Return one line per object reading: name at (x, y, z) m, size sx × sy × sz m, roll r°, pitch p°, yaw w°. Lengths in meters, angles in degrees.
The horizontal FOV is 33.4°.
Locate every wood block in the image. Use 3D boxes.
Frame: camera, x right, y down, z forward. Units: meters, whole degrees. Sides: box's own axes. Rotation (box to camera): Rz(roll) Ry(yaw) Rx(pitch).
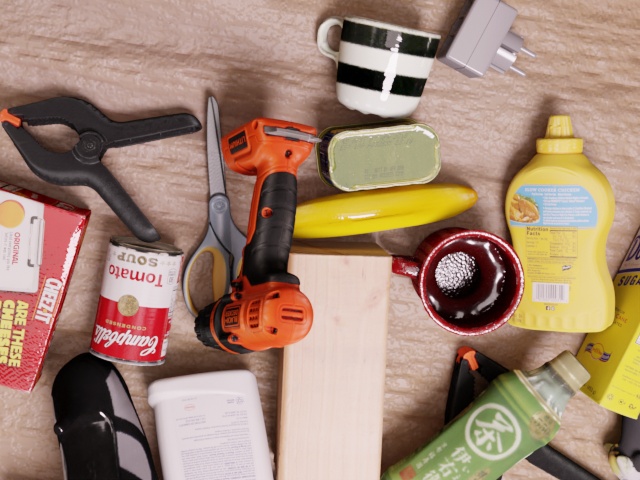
wood block at (0.008, 0.108, 0.950) m, size 0.090 × 0.091 × 0.206 m, roll 2°, pitch 97°, yaw -5°

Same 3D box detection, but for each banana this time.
banana at (0.048, -0.029, 0.947) m, size 0.197 × 0.069 × 0.037 m, roll -7°, pitch 100°, yaw -4°

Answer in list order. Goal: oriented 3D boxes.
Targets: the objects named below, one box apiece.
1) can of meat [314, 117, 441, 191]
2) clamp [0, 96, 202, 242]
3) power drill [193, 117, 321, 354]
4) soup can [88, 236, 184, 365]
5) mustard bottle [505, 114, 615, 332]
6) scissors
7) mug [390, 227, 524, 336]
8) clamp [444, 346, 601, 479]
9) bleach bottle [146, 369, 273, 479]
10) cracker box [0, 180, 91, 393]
can of meat at (0.050, -0.075, 0.934) m, size 0.102 × 0.084 × 0.057 m, roll -7°, pitch 97°, yaw -4°
clamp at (-0.197, -0.068, 0.930) m, size 0.171 × 0.039 × 0.120 m, roll 10°, pitch 72°, yaw -3°
power drill at (-0.056, 0.001, 0.893) m, size 0.057 × 0.185 × 0.187 m, roll 7°, pitch 80°, yaw -27°
soup can at (-0.162, 0.052, 0.941) m, size 0.068 × 0.068 × 0.102 m, roll 11°, pitch 95°, yaw -6°
mustard bottle at (0.215, -0.016, 0.961) m, size 0.096 × 0.058 × 0.191 m, roll 2°, pitch 98°, yaw 31°
scissors at (-0.073, -0.022, 0.962) m, size 0.096 × 0.016 × 0.202 m, roll 11°, pitch 99°, yaw -9°
mug at (0.115, 0.030, 0.954) m, size 0.117 × 0.081 × 0.093 m, roll 8°, pitch 96°, yaw -6°
clamp at (0.166, 0.202, 1.002) m, size 0.164 × 0.036 × 0.210 m, roll -30°, pitch 97°, yaw -4°
bleach bottle at (-0.087, 0.242, 0.916) m, size 0.102 × 0.068 × 0.251 m, roll -7°, pitch 69°, yaw -4°
cracker box at (-0.325, 0.019, 0.921) m, size 0.213 × 0.072 × 0.164 m, roll 18°, pitch 96°, yaw -8°
